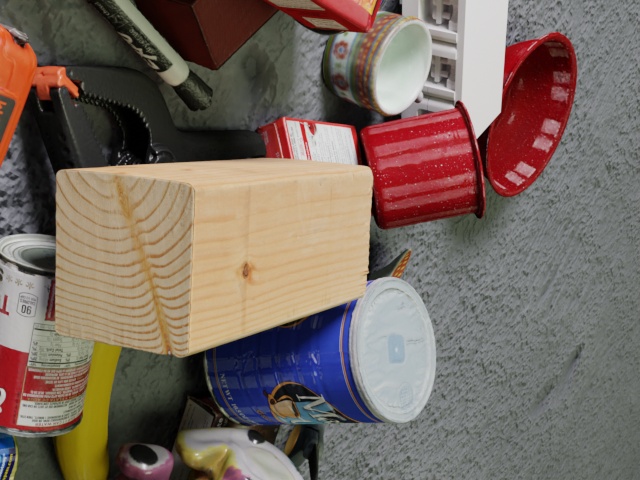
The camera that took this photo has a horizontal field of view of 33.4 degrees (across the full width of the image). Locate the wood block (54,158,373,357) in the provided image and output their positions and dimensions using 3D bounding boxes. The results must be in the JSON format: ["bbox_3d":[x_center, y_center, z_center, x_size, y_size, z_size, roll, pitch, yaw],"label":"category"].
[{"bbox_3d":[-0.054,0.001,0.634,0.205,0.090,0.091,-11,106,-61],"label":"wood block"}]

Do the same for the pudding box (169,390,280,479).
[{"bbox_3d":[-0.080,0.173,0.854,0.089,0.039,0.113,-4,114,-54],"label":"pudding box"}]

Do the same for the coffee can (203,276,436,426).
[{"bbox_3d":[-0.001,0.084,0.786,0.102,0.141,0.103,14,72,-51],"label":"coffee can"}]

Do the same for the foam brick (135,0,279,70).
[{"bbox_3d":[-0.065,-0.151,0.650,0.078,0.053,0.051,-48,144,-25],"label":"foam brick"}]

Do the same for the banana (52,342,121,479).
[{"bbox_3d":[-0.147,0.093,0.707,0.069,0.037,0.198,-2,112,-54],"label":"banana"}]

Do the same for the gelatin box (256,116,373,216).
[{"bbox_3d":[-0.004,-0.050,0.791,0.089,0.030,0.073,-1,76,-51],"label":"gelatin box"}]

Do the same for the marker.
[{"bbox_3d":[-0.102,-0.117,0.626,0.020,0.020,0.121,-56,134,-14],"label":"marker"}]

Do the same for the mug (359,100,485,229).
[{"bbox_3d":[0.076,-0.056,0.835,0.117,0.081,0.093,-107,-175,-85],"label":"mug"}]

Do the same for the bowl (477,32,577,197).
[{"bbox_3d":[0.181,-0.125,1.020,0.161,0.055,0.162,-33,136,-40],"label":"bowl"}]

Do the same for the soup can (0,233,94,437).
[{"bbox_3d":[-0.165,0.055,0.626,0.068,0.069,0.102,-8,116,-53],"label":"soup can"}]

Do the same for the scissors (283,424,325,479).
[{"bbox_3d":[-0.013,0.181,0.883,0.201,0.016,0.096,-78,-166,-63],"label":"scissors"}]

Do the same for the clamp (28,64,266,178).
[{"bbox_3d":[-0.104,-0.050,0.666,0.210,0.036,0.164,56,48,-47],"label":"clamp"}]
